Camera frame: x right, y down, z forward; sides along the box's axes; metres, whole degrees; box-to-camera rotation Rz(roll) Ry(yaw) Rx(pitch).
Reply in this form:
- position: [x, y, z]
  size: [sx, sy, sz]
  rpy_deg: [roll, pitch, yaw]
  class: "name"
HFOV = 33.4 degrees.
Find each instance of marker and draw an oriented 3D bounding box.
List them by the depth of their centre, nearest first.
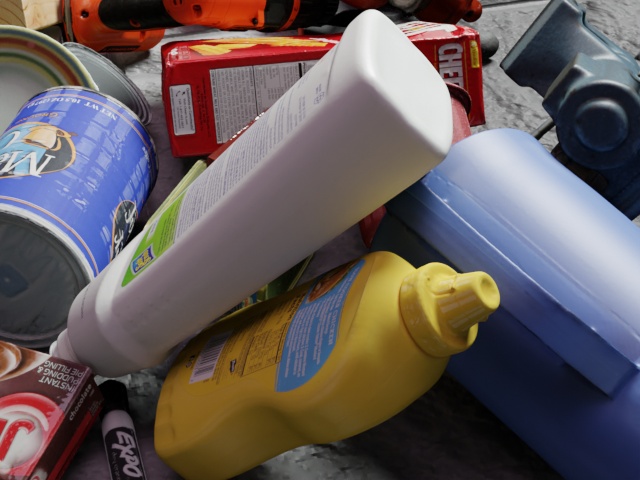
- position: [-0.101, 0.115, 0.551]
  size: [0.020, 0.020, 0.121]
  rpy_deg: [-11, 38, -13]
  class: "marker"

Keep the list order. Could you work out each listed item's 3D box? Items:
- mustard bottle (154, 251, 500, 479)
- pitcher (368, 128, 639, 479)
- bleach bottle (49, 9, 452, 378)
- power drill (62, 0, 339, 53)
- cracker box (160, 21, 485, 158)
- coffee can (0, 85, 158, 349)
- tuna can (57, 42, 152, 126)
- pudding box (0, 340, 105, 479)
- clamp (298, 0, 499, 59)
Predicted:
- position: [0.004, 0.054, 0.511]
  size: [0.192, 0.058, 0.096]
  rpy_deg: [-27, 27, 39]
  class: "mustard bottle"
- position: [0.135, 0.053, 0.534]
  size: [0.149, 0.145, 0.243]
  rpy_deg: [-19, 43, -27]
  class: "pitcher"
- position: [-0.048, -0.006, 0.551]
  size: [0.251, 0.068, 0.102]
  rpy_deg: [-37, 20, 24]
  class: "bleach bottle"
- position: [-0.101, -0.189, 0.865]
  size: [0.188, 0.057, 0.184]
  rpy_deg: [-1, 5, 37]
  class: "power drill"
- position: [-0.007, -0.115, 0.771]
  size: [0.213, 0.072, 0.164]
  rpy_deg: [-7, 15, -7]
  class: "cracker box"
- position: [-0.168, -0.017, 0.660]
  size: [0.103, 0.103, 0.140]
  rpy_deg: [5, 37, 7]
  class: "coffee can"
- position: [-0.169, -0.105, 0.795]
  size: [0.086, 0.034, 0.086]
  rpy_deg: [39, 20, -18]
  class: "tuna can"
- position: [-0.182, 0.096, 0.550]
  size: [0.114, 0.039, 0.090]
  rpy_deg: [12, 51, 19]
  class: "pudding box"
- position: [0.062, -0.195, 0.943]
  size: [0.171, 0.039, 0.120]
  rpy_deg: [-2, 36, -8]
  class: "clamp"
